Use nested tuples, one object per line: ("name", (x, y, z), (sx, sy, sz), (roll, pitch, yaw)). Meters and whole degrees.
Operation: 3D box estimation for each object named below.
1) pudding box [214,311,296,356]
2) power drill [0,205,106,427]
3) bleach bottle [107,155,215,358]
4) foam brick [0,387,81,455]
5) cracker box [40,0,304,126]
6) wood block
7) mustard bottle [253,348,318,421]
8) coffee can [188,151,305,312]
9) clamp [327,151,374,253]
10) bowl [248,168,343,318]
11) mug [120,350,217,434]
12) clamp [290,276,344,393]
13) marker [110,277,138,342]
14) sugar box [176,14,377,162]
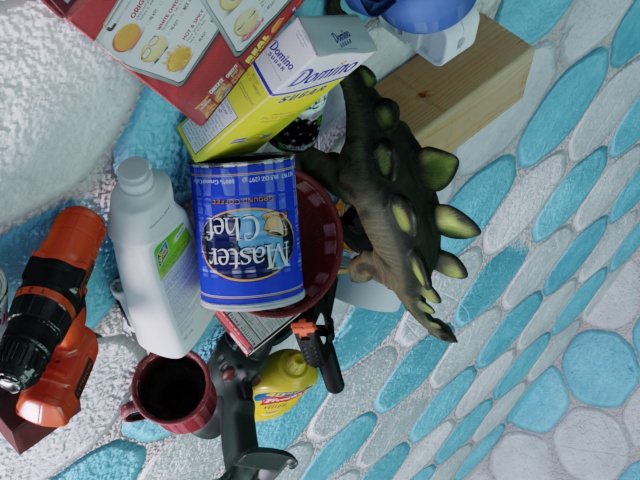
("pudding box", (-0.069, 0.065, 1.236), (0.113, 0.090, 0.039), (-38, 178, -23))
("power drill", (-0.237, 0.088, 0.942), (0.188, 0.057, 0.184), (108, -1, -50))
("bleach bottle", (-0.155, 0.008, 1.036), (0.251, 0.068, 0.102), (86, 26, -51))
("foam brick", (-0.286, 0.162, 1.063), (0.078, 0.053, 0.051), (-36, 153, -26))
("cracker box", (-0.104, -0.200, 0.805), (0.164, 0.072, 0.213), (-50, 156, 2))
("wood block", (0.147, -0.170, 1.260), (0.205, 0.091, 0.090), (-37, 153, -25))
("mustard bottle", (-0.055, 0.186, 1.412), (0.096, 0.058, 0.192), (-4, 157, -21))
("coffee can", (-0.071, -0.011, 1.032), (0.102, 0.103, 0.140), (-16, 105, -51))
("clamp", (0.045, -0.037, 1.276), (0.171, 0.039, 0.120), (13, 120, -29))
("bowl", (-0.057, 0.001, 1.139), (0.162, 0.162, 0.055), (-38, -163, -23))
("mug", (-0.178, 0.185, 1.250), (0.117, 0.093, 0.081), (-26, 158, -5))
("clamp", (0.000, 0.123, 1.352), (0.210, 0.036, 0.164), (-2, 86, -80))
("marker", (-0.199, 0.076, 1.122), (0.020, 0.020, 0.121), (-40, 155, -19))
("sugar box", (-0.040, -0.136, 0.962), (0.177, 0.048, 0.093), (-33, 171, 37))
